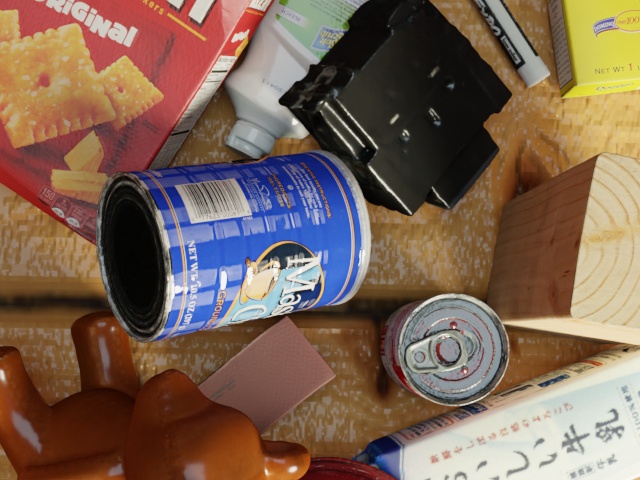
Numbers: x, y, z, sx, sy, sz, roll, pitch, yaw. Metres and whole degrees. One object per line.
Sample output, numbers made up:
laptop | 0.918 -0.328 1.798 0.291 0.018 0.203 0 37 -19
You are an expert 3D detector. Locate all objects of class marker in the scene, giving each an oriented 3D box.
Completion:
marker | 0.123 -0.164 0.757 0.020 0.020 0.121 -31 87 -6

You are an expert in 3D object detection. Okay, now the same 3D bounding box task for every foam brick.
foam brick | -0.037 0.093 0.709 0.078 0.051 0.053 -37 87 -6

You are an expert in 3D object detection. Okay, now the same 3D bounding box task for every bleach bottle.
bleach bottle | -0.003 -0.173 0.729 0.102 0.068 0.251 27 86 -2

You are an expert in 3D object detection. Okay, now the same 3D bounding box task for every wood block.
wood block | 0.171 0.013 0.650 0.091 0.206 0.090 11 84 -2

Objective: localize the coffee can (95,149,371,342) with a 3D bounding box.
coffee can | -0.054 0.001 0.663 0.140 0.103 0.103 -9 85 -33

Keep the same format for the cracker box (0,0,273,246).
cracker box | -0.147 -0.128 0.683 0.164 0.072 0.214 35 103 0

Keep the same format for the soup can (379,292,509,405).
soup can | 0.077 0.070 0.692 0.068 0.102 0.068 0 85 -4
